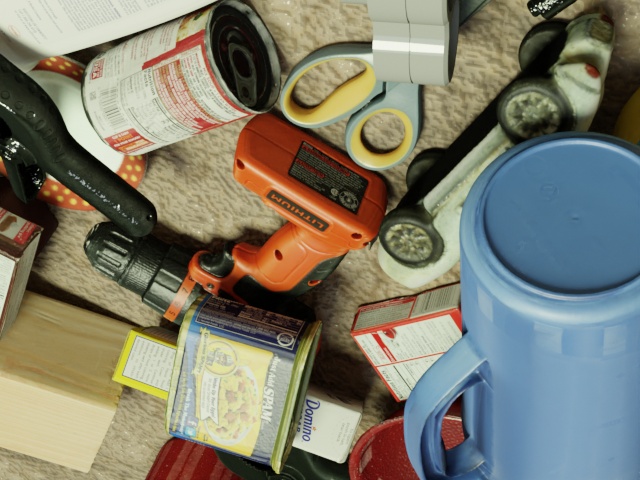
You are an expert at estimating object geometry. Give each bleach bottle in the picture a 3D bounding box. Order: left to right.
[{"bbox_3d":[-0.085,-0.162,0.582,0.251,0.068,0.102,-7,135,22],"label":"bleach bottle"}]

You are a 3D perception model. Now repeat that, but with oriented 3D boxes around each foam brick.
[{"bbox_3d":[-0.244,-0.010,0.782,0.078,0.051,0.053,-8,127,26],"label":"foam brick"}]

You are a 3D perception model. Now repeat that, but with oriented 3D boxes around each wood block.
[{"bbox_3d":[-0.257,0.092,0.824,0.206,0.090,0.091,20,132,-11],"label":"wood block"}]

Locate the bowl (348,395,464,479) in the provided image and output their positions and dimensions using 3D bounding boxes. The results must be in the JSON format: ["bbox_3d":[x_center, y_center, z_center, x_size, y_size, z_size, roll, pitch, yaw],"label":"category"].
[{"bbox_3d":[0.105,0.167,0.800,0.162,0.055,0.162,11,132,12],"label":"bowl"}]

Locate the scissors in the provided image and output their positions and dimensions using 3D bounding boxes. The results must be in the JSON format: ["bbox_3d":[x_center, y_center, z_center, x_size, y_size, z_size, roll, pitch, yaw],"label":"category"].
[{"bbox_3d":[0.066,-0.099,0.610,0.202,0.016,0.096,-19,122,33],"label":"scissors"}]

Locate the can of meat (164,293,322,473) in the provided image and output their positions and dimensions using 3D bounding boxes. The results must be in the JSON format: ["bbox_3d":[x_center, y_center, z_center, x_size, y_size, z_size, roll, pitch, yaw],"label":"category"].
[{"bbox_3d":[-0.052,0.092,0.706,0.084,0.057,0.102,15,110,6],"label":"can of meat"}]

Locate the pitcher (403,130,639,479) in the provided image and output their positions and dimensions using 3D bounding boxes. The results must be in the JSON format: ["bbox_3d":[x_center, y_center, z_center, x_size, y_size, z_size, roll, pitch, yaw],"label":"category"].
[{"bbox_3d":[0.128,0.057,0.587,0.145,0.149,0.243,12,151,19],"label":"pitcher"}]

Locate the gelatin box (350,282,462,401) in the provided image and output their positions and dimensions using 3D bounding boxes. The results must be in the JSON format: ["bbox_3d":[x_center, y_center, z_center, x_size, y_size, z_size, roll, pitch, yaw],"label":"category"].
[{"bbox_3d":[0.076,0.072,0.746,0.089,0.030,0.073,-17,123,32],"label":"gelatin box"}]

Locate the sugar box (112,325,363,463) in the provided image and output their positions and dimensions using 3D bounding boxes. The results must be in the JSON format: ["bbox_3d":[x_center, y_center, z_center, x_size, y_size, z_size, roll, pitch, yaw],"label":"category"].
[{"bbox_3d":[-0.057,0.113,0.791,0.176,0.048,0.093,22,178,5],"label":"sugar box"}]

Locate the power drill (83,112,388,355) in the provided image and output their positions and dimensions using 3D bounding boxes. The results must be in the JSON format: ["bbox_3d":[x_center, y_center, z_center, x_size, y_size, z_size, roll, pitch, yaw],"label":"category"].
[{"bbox_3d":[-0.055,0.001,0.717,0.184,0.057,0.188,28,137,-10],"label":"power drill"}]

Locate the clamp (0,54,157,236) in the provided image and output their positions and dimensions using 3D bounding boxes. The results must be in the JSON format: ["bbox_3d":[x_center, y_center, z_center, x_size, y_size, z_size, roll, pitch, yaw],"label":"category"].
[{"bbox_3d":[-0.169,-0.059,0.647,0.120,0.039,0.171,14,156,20],"label":"clamp"}]

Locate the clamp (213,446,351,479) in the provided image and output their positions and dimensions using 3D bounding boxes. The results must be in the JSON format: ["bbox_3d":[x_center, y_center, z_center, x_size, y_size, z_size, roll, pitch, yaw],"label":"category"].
[{"bbox_3d":[-0.027,0.194,0.887,0.210,0.036,0.165,39,131,-12],"label":"clamp"}]

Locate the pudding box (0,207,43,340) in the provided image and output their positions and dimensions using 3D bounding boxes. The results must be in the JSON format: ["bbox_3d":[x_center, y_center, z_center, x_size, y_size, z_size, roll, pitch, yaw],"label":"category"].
[{"bbox_3d":[-0.251,0.016,0.745,0.090,0.039,0.114,26,136,-5],"label":"pudding box"}]

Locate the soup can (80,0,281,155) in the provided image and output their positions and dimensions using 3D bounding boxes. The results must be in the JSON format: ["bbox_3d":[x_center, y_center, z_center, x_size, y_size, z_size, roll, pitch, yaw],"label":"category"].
[{"bbox_3d":[-0.084,-0.095,0.636,0.102,0.068,0.068,-15,123,31],"label":"soup can"}]

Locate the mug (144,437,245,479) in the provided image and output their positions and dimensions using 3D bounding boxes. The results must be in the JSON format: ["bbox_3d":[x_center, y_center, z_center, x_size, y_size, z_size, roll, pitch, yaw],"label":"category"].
[{"bbox_3d":[-0.103,0.228,0.915,0.117,0.081,0.093,25,134,-1],"label":"mug"}]
